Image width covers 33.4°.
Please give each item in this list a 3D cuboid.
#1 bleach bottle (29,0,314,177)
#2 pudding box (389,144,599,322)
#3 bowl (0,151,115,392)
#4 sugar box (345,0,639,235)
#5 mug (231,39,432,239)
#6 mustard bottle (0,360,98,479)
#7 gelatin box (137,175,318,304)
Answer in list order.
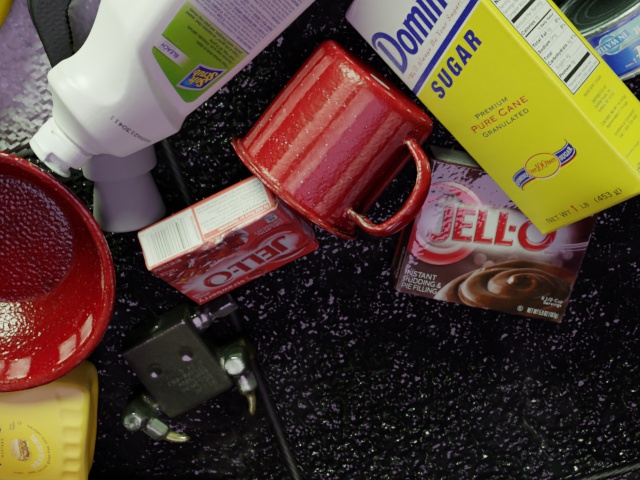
[{"bbox_3d":[-0.064,-0.133,0.562,0.251,0.068,0.102,-43,141,9],"label":"bleach bottle"},{"bbox_3d":[0.109,-0.004,0.671,0.113,0.039,0.090,10,113,-8],"label":"pudding box"},{"bbox_3d":[-0.200,0.011,0.651,0.162,0.055,0.162,1,114,2],"label":"bowl"},{"bbox_3d":[0.100,-0.089,0.583,0.176,0.048,0.093,44,150,-8],"label":"sugar box"},{"bbox_3d":[0.017,-0.053,0.607,0.081,0.117,0.093,-50,147,13],"label":"mug"},{"bbox_3d":[-0.246,0.116,0.701,0.191,0.058,0.096,6,120,-5],"label":"mustard bottle"},{"bbox_3d":[-0.054,0.001,0.650,0.089,0.030,0.073,-25,154,10],"label":"gelatin box"}]
